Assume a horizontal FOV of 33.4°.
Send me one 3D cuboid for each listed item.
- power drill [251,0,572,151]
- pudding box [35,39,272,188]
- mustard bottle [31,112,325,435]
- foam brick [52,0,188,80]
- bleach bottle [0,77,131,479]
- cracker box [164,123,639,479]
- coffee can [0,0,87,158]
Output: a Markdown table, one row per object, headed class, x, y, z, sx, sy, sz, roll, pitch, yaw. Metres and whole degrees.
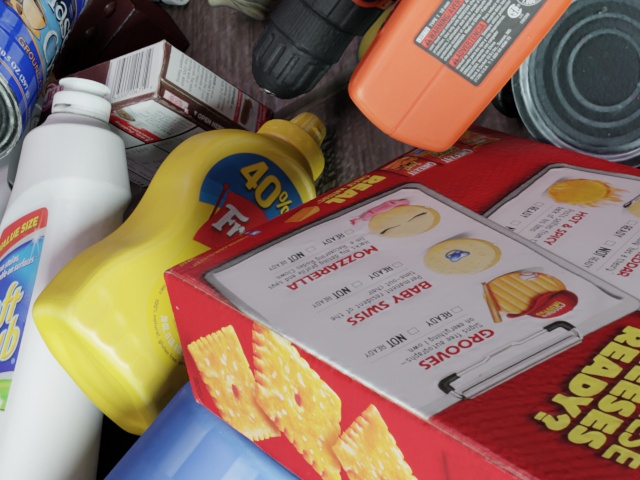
| class | x | y | z | sx | sy | sz | roll | pitch | yaw |
| --- | --- | --- | --- | --- | --- | --- | --- | --- | --- |
| power drill | 0.034 | -0.115 | 0.488 | 0.185 | 0.057 | 0.188 | -54 | 26 | 20 |
| pudding box | -0.100 | -0.071 | 0.638 | 0.114 | 0.089 | 0.039 | -7 | 65 | 41 |
| mustard bottle | -0.053 | 0.001 | 0.540 | 0.058 | 0.096 | 0.191 | 2 | 45 | 43 |
| foam brick | -0.140 | -0.130 | 0.735 | 0.078 | 0.051 | 0.053 | -50 | 44 | 12 |
| bleach bottle | -0.148 | 0.039 | 0.566 | 0.103 | 0.068 | 0.251 | -5 | 75 | 51 |
| cracker box | 0.072 | 0.036 | 0.371 | 0.164 | 0.072 | 0.214 | -27 | 32 | -30 |
| coffee can | -0.213 | -0.131 | 0.665 | 0.103 | 0.102 | 0.140 | -24 | 38 | 33 |
